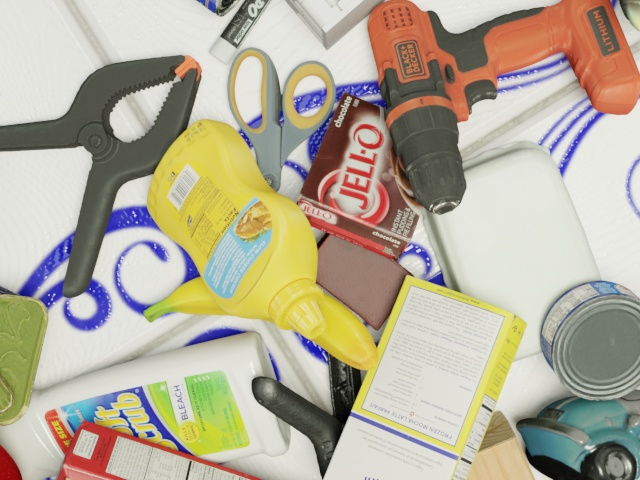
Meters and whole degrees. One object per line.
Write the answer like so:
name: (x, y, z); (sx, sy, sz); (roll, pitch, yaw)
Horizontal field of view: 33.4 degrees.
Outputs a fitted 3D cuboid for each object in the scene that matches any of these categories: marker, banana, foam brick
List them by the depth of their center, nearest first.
banana: (-0.038, 0.057, 0.827); (0.198, 0.037, 0.069); (8, 52, 25)
foam brick: (0.030, 0.025, 0.848); (0.078, 0.051, 0.053); (39, 92, -1)
marker: (-0.048, -0.195, 0.853); (0.020, 0.020, 0.121); (35, 93, -1)

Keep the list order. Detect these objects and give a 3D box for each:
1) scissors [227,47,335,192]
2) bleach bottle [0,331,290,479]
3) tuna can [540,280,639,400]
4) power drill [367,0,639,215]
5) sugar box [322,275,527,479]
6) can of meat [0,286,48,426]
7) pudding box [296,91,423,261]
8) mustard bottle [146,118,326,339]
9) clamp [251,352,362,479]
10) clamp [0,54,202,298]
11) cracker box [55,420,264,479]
scissors: (-0.024, -0.058, 0.862); (0.096, 0.016, 0.202); (-11, 94, 1)
bleach bottle: (-0.157, 0.151, 0.855); (0.251, 0.068, 0.102); (-16, 97, 5)
tuna can: (0.209, 0.074, 0.798); (0.086, 0.034, 0.086); (-2, 110, -7)
power drill: (0.139, -0.116, 0.806); (0.187, 0.057, 0.184); (-11, 66, -2)
sugar box: (0.076, 0.123, 0.785); (0.093, 0.048, 0.176); (19, 83, 30)
can of meat: (-0.266, 0.083, 0.836); (0.084, 0.057, 0.102); (16, 94, 45)
pudding box: (0.038, -0.050, 0.823); (0.090, 0.039, 0.113); (22, 56, -1)
mustard bottle: (-0.055, 0.001, 0.795); (0.096, 0.058, 0.192); (-54, 55, 21)
clamp: (0.011, 0.149, 0.834); (0.120, 0.039, 0.171); (-25, 94, -41)
clamp: (-0.186, -0.081, 0.854); (0.164, 0.036, 0.210); (44, 93, 2)
cracker box: (-0.113, 0.248, 0.823); (0.213, 0.072, 0.164); (20, 113, -8)
